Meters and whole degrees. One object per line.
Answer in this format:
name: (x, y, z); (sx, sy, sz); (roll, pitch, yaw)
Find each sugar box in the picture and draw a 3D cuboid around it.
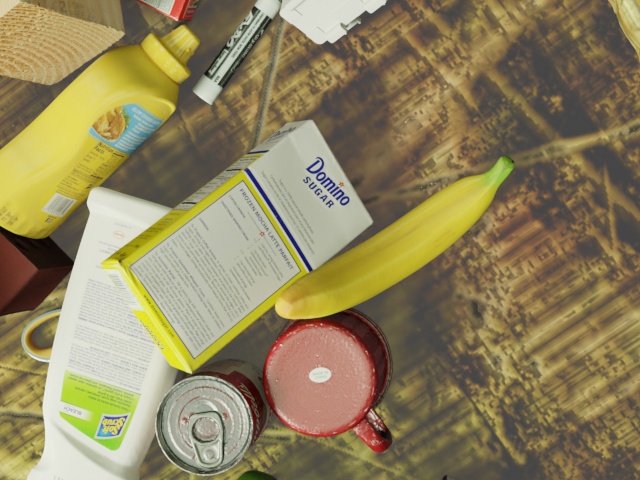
sugar box: (-0.055, 0.001, 0.747); (0.176, 0.048, 0.093); (-39, 109, -24)

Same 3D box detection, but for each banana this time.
banana: (0.051, 0.003, 0.759); (0.197, 0.069, 0.037); (-34, 63, -12)

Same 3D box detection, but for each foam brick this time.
foam brick: (-0.230, 0.020, 0.798); (0.053, 0.078, 0.051); (45, 97, 4)

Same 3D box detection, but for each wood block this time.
wood block: (-0.212, -0.227, 0.748); (0.091, 0.090, 0.206); (-24, 70, 36)

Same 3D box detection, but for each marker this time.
marker: (-0.054, -0.156, 0.803); (0.020, 0.020, 0.121); (37, 95, 5)

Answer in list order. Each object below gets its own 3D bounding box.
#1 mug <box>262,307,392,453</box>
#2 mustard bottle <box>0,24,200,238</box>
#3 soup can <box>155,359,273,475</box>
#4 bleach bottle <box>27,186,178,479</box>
mug: (0.011, 0.104, 0.768); (0.093, 0.081, 0.117); (-36, 87, 6)
mustard bottle: (-0.162, -0.085, 0.778); (0.192, 0.096, 0.058); (-42, 74, 5)
soup can: (-0.073, 0.124, 0.768); (0.068, 0.102, 0.068); (0, 91, 7)
bleach bottle: (-0.157, 0.095, 0.774); (0.102, 0.068, 0.251); (17, 82, 8)
